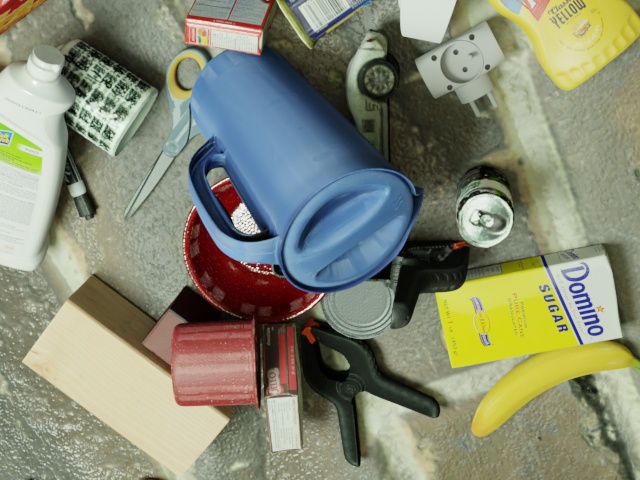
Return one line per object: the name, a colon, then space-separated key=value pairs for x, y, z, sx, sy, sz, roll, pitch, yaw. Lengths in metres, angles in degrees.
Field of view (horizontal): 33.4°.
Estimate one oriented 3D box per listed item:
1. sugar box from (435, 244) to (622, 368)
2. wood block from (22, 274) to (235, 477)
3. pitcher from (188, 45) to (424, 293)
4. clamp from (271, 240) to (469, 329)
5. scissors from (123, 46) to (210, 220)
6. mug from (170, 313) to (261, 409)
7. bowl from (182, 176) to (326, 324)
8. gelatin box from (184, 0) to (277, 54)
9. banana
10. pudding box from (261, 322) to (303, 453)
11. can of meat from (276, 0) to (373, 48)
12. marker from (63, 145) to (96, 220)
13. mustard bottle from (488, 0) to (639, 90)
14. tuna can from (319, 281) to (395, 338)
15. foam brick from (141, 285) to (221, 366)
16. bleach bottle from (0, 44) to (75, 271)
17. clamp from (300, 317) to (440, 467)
sugar box: x=0.211 y=0.068 z=1.089 sx=0.176 sy=0.048 sz=0.093 roll=-12 pitch=105 yaw=11
wood block: x=-0.196 y=0.143 z=1.135 sx=0.206 sy=0.090 sz=0.091 roll=37 pitch=107 yaw=-5
pitcher: x=-0.036 y=-0.073 z=0.964 sx=0.145 sy=0.243 sz=0.149 roll=-48 pitch=138 yaw=13
clamp: x=0.067 y=0.028 z=1.034 sx=0.165 sy=0.209 sz=0.036 roll=20 pitch=113 yaw=34
scissors: x=-0.158 y=-0.116 z=1.090 sx=0.202 sy=0.016 sz=0.096 roll=-37 pitch=98 yaw=15
mug: x=-0.101 y=0.126 z=1.051 sx=0.081 sy=0.093 sz=0.117 roll=-2 pitch=150 yaw=0
bowl: x=-0.057 y=0.001 z=1.093 sx=0.162 sy=0.055 sz=0.162 roll=2 pitch=107 yaw=6
gelatin box: x=-0.083 y=-0.213 z=1.013 sx=0.073 sy=0.089 sz=0.030 roll=10 pitch=130 yaw=3
banana: x=0.241 y=0.147 z=1.114 sx=0.198 sy=0.037 sz=0.069 roll=-22 pitch=102 yaw=12
pudding box: x=-0.039 y=0.152 z=1.098 sx=0.039 sy=0.090 sz=0.113 roll=-4 pitch=139 yaw=1
can of meat: x=0.011 y=-0.228 z=0.992 sx=0.084 sy=0.102 sz=0.057 roll=-32 pitch=101 yaw=12
marker: x=-0.264 y=-0.078 z=1.111 sx=0.020 sy=0.020 sz=0.121 roll=-18 pitch=104 yaw=11
mustard bottle: x=0.205 y=-0.240 z=0.989 sx=0.096 sy=0.058 sz=0.191 roll=-39 pitch=99 yaw=15
tuna can: x=0.043 y=0.057 z=1.110 sx=0.086 sy=0.033 sz=0.086 roll=2 pitch=107 yaw=6
foam brick: x=-0.144 y=0.092 z=1.120 sx=0.051 sy=0.078 sz=0.053 roll=37 pitch=105 yaw=-5
bleach bottle: x=-0.286 y=-0.081 z=1.036 sx=0.102 sy=0.068 sz=0.251 roll=19 pitch=131 yaw=-15
clamp: x=0.030 y=0.162 z=1.143 sx=0.171 sy=0.039 sz=0.120 roll=44 pitch=101 yaw=-4
